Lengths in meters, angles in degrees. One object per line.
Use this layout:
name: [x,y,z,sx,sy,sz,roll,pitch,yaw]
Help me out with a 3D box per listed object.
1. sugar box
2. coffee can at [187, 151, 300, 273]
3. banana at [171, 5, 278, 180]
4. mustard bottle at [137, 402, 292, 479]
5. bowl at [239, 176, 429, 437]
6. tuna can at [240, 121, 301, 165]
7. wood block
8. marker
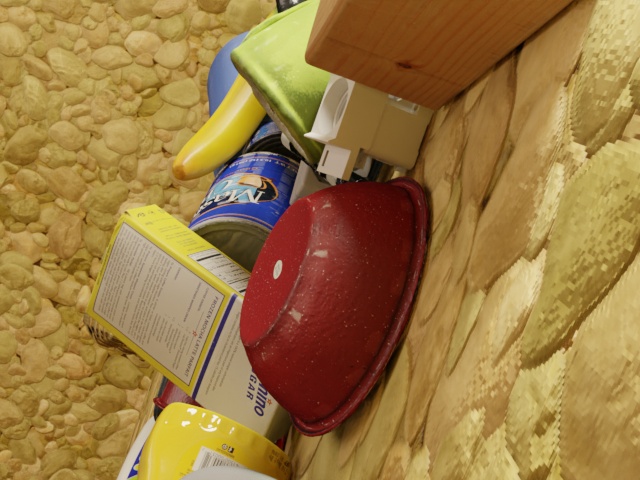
sugar box: [-0.082,0.058,0.757,0.048,0.176,0.093,-20,-41,-57]
coffee can: [-0.056,0.001,0.859,0.140,0.103,0.103,-72,5,-63]
banana: [-0.069,-0.124,0.911,0.197,0.037,0.069,-65,-31,-18]
mustard bottle: [-0.091,0.201,0.660,0.058,0.096,0.191,-52,12,52]
bowl: [-0.003,0.028,0.615,0.162,0.055,0.162,-54,22,33]
tuna can: [-0.028,-0.061,0.928,0.033,0.086,0.086,-84,15,-60]
wood block: [0.063,-0.144,0.535,0.206,0.090,0.090,147,141,-75]
marker: [0.004,-0.053,0.741,0.121,0.020,0.020,45,118,55]
